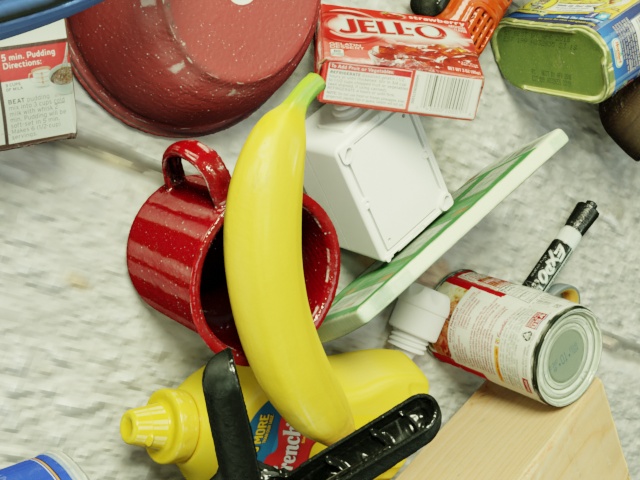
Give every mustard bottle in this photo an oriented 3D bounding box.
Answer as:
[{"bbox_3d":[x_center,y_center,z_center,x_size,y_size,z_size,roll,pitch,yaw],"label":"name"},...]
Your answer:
[{"bbox_3d":[-0.029,0.107,0.623,0.191,0.058,0.096,7,119,-39],"label":"mustard bottle"}]

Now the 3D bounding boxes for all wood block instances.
[{"bbox_3d":[0.108,0.176,0.673,0.205,0.091,0.090,-36,111,-46],"label":"wood block"}]

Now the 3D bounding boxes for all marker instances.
[{"bbox_3d":[0.168,0.018,0.785,0.121,0.020,0.020,-53,128,-15],"label":"marker"}]

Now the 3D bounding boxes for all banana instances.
[{"bbox_3d":[-0.014,0.023,0.518,0.069,0.037,0.198,-16,112,-33],"label":"banana"}]

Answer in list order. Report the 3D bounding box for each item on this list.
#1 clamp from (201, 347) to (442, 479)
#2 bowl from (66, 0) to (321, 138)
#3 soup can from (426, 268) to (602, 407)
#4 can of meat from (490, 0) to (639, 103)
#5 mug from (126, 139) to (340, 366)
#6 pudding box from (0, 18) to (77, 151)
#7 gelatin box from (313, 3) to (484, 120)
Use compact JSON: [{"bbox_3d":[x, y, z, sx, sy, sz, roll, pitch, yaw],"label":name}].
[{"bbox_3d":[-0.032,0.123,0.525,0.120,0.039,0.172,27,113,-20],"label":"clamp"},{"bbox_3d":[-0.053,-0.129,0.543,0.161,0.055,0.162,-12,110,-36],"label":"bowl"},{"bbox_3d":[0.126,0.063,0.708,0.068,0.102,0.068,-12,109,-37],"label":"soup can"},{"bbox_3d":[0.175,-0.135,0.695,0.083,0.102,0.057,-34,121,-25],"label":"can of meat"},{"bbox_3d":[-0.054,0.001,0.560,0.093,0.082,0.117,-36,122,-26],"label":"mug"},{"bbox_3d":[-0.161,-0.094,0.477,0.089,0.039,0.113,-15,109,-32],"label":"pudding box"},{"bbox_3d":[0.041,-0.100,0.589,0.089,0.073,0.030,6,125,-6],"label":"gelatin box"}]
